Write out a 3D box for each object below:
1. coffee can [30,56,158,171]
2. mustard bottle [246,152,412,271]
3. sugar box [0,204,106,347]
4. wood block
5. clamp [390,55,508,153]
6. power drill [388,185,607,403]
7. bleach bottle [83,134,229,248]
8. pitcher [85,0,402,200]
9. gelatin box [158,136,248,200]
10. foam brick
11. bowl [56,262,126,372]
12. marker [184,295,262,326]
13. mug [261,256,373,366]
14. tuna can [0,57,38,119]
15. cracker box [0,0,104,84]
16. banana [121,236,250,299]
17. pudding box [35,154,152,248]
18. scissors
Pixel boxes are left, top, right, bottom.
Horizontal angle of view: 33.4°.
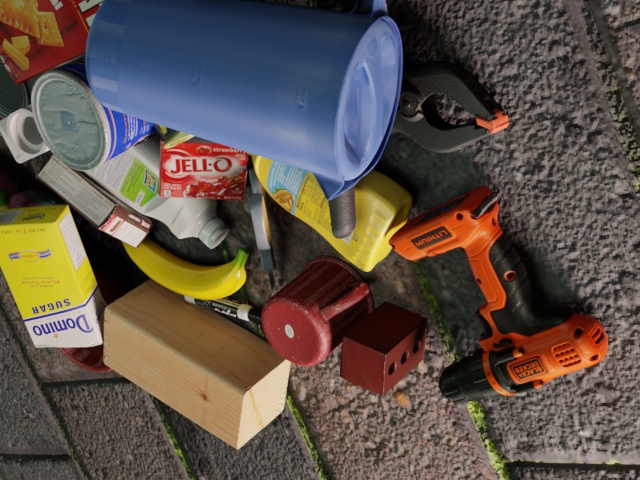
[{"bbox_3d":[-0.203,-0.143,1.073,0.103,0.140,0.103,20,127,29],"label":"coffee can"},{"bbox_3d":[-0.006,-0.060,1.020,0.192,0.058,0.096,38,141,15],"label":"mustard bottle"},{"bbox_3d":[-0.312,0.045,1.235,0.093,0.048,0.176,-3,121,17],"label":"sugar box"},{"bbox_3d":[-0.146,0.138,1.236,0.206,0.090,0.091,28,129,24],"label":"wood block"},{"bbox_3d":[0.079,-0.131,0.921,0.172,0.039,0.120,10,119,31],"label":"clamp"},{"bbox_3d":[0.144,0.056,0.971,0.185,0.057,0.187,-28,99,42],"label":"power drill"},{"bbox_3d":[-0.203,-0.079,1.169,0.251,0.068,0.103,42,134,8],"label":"bleach bottle"},{"bbox_3d":[-0.062,-0.145,0.862,0.243,0.149,0.145,16,152,20],"label":"pitcher"},{"bbox_3d":[-0.119,-0.078,1.085,0.089,0.030,0.073,3,132,-8],"label":"gelatin box"},{"bbox_3d":[0.062,0.106,1.052,0.051,0.078,0.053,23,128,29],"label":"foam brick"},{"bbox_3d":[-0.291,0.084,1.346,0.162,0.055,0.162,20,127,29],"label":"bowl"},{"bbox_3d":[-0.103,0.075,1.212,0.121,0.020,0.020,15,124,32],"label":"marker"},{"bbox_3d":[0.001,0.071,1.077,0.117,0.081,0.093,-25,99,45],"label":"mug"},{"bbox_3d":[-0.361,-0.184,1.254,0.086,0.033,0.086,20,127,29],"label":"tuna can"},{"bbox_3d":[-0.276,-0.269,1.104,0.214,0.072,0.164,-12,108,42],"label":"cracker box"},{"bbox_3d":[-0.153,0.029,1.216,0.198,0.037,0.069,8,99,34],"label":"banana"},{"bbox_3d":[-0.255,-0.044,1.210,0.114,0.090,0.039,34,89,24],"label":"pudding box"},{"bbox_3d":[-0.057,0.001,1.120,0.016,0.096,0.202,-7,149,0],"label":"scissors"}]
